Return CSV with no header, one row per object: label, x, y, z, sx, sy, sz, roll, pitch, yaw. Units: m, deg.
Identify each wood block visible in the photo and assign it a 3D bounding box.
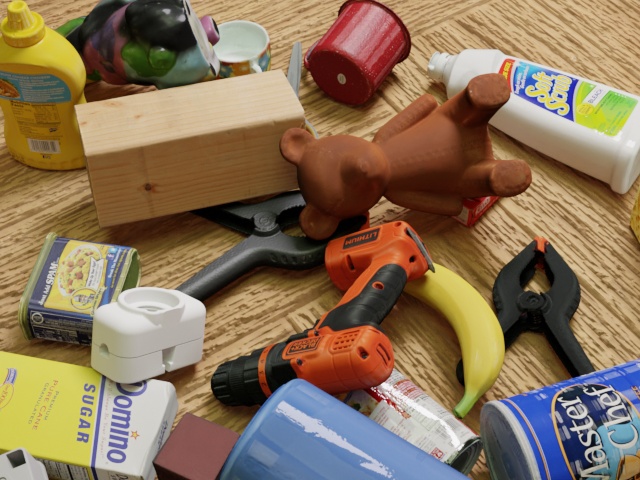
wood block,-0.123,-0.090,1.030,0.206,0.091,0.090,-12,40,-12

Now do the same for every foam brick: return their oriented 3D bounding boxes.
foam brick,-0.093,0.183,0.844,0.051,0.078,0.053,19,53,18

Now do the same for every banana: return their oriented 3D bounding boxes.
banana,0.114,0.067,0.936,0.069,0.037,0.198,-20,39,-2

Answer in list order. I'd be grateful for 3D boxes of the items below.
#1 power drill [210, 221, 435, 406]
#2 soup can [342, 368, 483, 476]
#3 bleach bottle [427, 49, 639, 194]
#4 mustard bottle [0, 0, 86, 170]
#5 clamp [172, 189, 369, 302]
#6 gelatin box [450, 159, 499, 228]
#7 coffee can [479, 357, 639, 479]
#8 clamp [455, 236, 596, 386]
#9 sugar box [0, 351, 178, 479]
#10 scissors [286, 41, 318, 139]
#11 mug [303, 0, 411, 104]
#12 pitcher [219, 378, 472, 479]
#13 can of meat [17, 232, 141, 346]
power drill,0.007,0.069,0.921,0.185,0.057,0.187,-14,30,38
soup can,0.073,0.156,0.868,0.102,0.068,0.068,37,60,27
bleach bottle,0.223,-0.140,1.118,0.251,0.068,0.102,25,55,24
mustard bottle,-0.279,-0.155,1.057,0.096,0.192,0.058,6,50,6
clamp,-0.057,0.001,1.021,0.210,0.036,0.164,-2,48,2
gelatin box,0.138,-0.063,1.074,0.089,0.030,0.073,33,58,26
coffee can,0.210,0.158,0.841,0.140,0.103,0.103,-14,51,-11
clamp,0.200,0.070,0.954,0.120,0.039,0.171,14,55,16
sugar box,-0.217,0.151,0.895,0.176,0.048,0.093,7,50,9
scissors,-0.051,-0.145,1.158,0.096,0.016,0.202,-9,50,-6
mug,0.030,-0.203,1.164,0.117,0.093,0.081,10,52,38
pitcher,0.049,0.205,0.748,0.243,0.149,0.144,32,52,12
can of meat,-0.217,0.047,0.975,0.084,0.057,0.102,8,51,5
